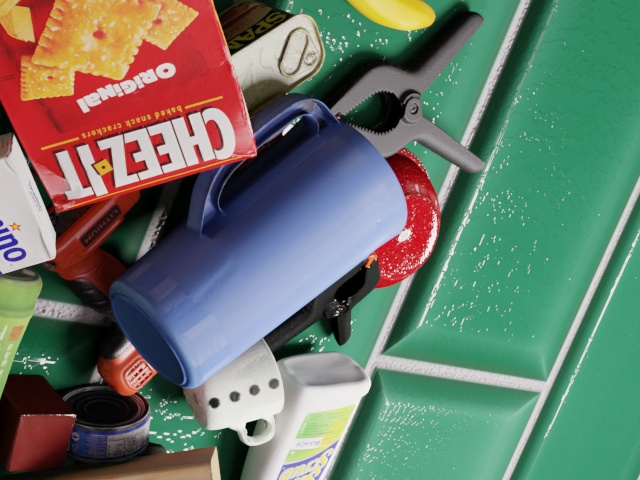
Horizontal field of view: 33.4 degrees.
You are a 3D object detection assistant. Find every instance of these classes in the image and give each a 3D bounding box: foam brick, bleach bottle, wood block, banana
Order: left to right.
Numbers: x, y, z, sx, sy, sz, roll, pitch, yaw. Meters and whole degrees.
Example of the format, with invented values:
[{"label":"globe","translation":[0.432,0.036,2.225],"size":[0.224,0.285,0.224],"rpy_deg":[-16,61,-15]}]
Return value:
[{"label":"foam brick","translation":[-0.249,0.152,0.900],"size":[0.051,0.078,0.053],"rpy_deg":[8,105,-39]},{"label":"wood block","translation":[-0.187,0.238,0.904],"size":[0.206,0.091,0.090],"rpy_deg":[-7,87,-3]},{"label":"bleach bottle","translation":[-0.033,0.239,1.115],"size":[0.102,0.068,0.251],"rpy_deg":[-2,120,-39]},{"label":"banana","translation":[0.043,-0.244,0.962],"size":[0.069,0.037,0.197],"rpy_deg":[-49,132,-7]}]

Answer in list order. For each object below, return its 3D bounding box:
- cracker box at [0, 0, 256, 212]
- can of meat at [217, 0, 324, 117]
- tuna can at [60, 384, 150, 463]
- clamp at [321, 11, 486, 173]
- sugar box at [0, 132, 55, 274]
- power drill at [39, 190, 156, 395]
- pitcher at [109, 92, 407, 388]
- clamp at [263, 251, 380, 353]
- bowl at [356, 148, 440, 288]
[{"label":"cracker box","translation":[-0.150,-0.135,0.758],"size":[0.164,0.072,0.213],"rpy_deg":[-16,132,0]},{"label":"can of meat","translation":[-0.062,-0.155,0.892],"size":[0.102,0.084,0.057],"rpy_deg":[-37,129,-19]},{"label":"tuna can","translation":[-0.193,0.160,0.942],"size":[0.085,0.086,0.034],"rpy_deg":[-6,113,-36]},{"label":"clamp","translation":[0.086,-0.123,1.050],"size":[0.209,0.036,0.164],"rpy_deg":[-21,112,-28]},{"label":"sugar box","translation":[-0.290,-0.007,0.767],"size":[0.176,0.048,0.093],"rpy_deg":[-16,124,-1]},{"label":"power drill","translation":[-0.151,0.022,0.926],"size":[0.184,0.057,0.187],"rpy_deg":[-46,131,-18]},{"label":"pitcher","translation":[-0.056,0.001,0.885],"size":[0.242,0.145,0.149],"rpy_deg":[-40,88,-25]},{"label":"clamp","translation":[0.015,0.060,1.055],"size":[0.120,0.039,0.172],"rpy_deg":[-4,146,-47]},{"label":"bowl","translation":[0.069,-0.012,1.086],"size":[0.161,0.055,0.162],"rpy_deg":[-17,121,-32]}]
